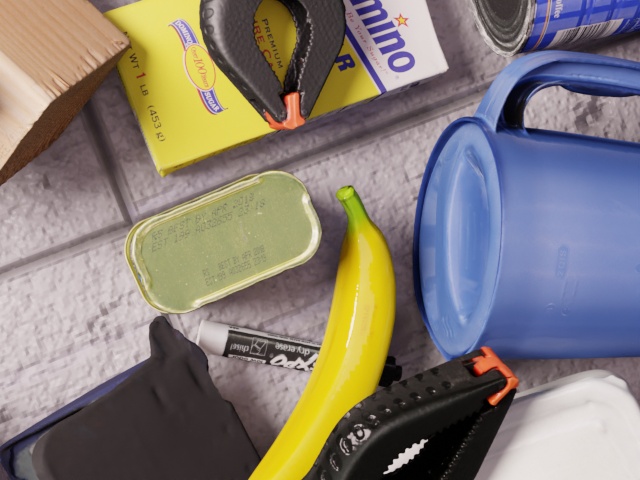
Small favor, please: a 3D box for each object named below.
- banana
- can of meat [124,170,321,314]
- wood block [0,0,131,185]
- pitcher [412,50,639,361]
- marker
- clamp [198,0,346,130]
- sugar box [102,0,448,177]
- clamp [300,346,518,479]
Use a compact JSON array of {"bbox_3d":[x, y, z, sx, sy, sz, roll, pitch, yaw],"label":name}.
[{"bbox_3d":[0.002,0.073,0.581,0.069,0.037,0.198,23,78,-33],"label":"banana"},{"bbox_3d":[-0.054,0.001,0.578,0.102,0.084,0.057,-24,93,-10],"label":"can of meat"},{"bbox_3d":[-0.211,-0.128,0.532,0.206,0.090,0.090,43,124,-7],"label":"wood block"},{"bbox_3d":[0.183,-0.004,0.596,0.242,0.149,0.145,3,64,-13],"label":"pitcher"},{"bbox_3d":[-0.011,0.066,0.617,0.121,0.020,0.020,12,87,-10],"label":"marker"},{"bbox_3d":[-0.019,-0.147,0.559,0.120,0.039,0.171,-17,104,-11],"label":"clamp"},{"bbox_3d":[-0.025,-0.109,0.604,0.176,0.048,0.093,-21,93,-8],"label":"sugar box"},{"bbox_3d":[0.009,0.130,0.526,0.210,0.036,0.164,-50,132,9],"label":"clamp"}]
